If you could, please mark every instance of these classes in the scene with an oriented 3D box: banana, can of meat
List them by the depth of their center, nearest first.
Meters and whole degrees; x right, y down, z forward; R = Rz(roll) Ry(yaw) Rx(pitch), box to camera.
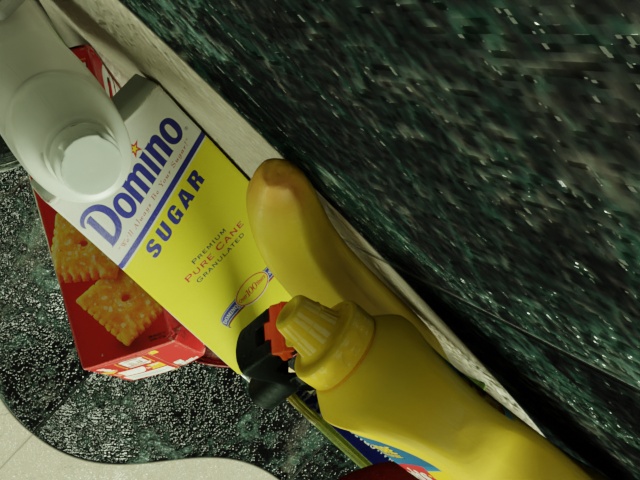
[{"bbox_3d":[0.013,0.018,0.519,0.070,0.037,0.197,1,148,41],"label":"banana"},{"bbox_3d":[0.037,0.109,0.740,0.102,0.084,0.057,45,174,-20],"label":"can of meat"}]

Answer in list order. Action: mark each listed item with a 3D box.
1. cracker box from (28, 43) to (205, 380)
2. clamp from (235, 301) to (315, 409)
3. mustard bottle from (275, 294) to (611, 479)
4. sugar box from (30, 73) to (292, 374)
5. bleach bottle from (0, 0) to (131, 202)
[{"bbox_3d":[-0.150,-0.012,0.773,0.164,0.072,0.214,83,170,-80],"label":"cracker box"},{"bbox_3d":[-0.011,0.072,0.628,0.171,0.120,0.039,39,-144,-61],"label":"clamp"},{"bbox_3d":[0.057,0.087,0.487,0.191,0.058,0.096,39,174,-17],"label":"mustard bottle"},{"bbox_3d":[-0.079,-0.006,0.650,0.176,0.093,0.048,46,172,-34],"label":"sugar box"},{"bbox_3d":[-0.156,-0.088,0.565,0.102,0.068,0.251,59,171,-34],"label":"bleach bottle"}]
